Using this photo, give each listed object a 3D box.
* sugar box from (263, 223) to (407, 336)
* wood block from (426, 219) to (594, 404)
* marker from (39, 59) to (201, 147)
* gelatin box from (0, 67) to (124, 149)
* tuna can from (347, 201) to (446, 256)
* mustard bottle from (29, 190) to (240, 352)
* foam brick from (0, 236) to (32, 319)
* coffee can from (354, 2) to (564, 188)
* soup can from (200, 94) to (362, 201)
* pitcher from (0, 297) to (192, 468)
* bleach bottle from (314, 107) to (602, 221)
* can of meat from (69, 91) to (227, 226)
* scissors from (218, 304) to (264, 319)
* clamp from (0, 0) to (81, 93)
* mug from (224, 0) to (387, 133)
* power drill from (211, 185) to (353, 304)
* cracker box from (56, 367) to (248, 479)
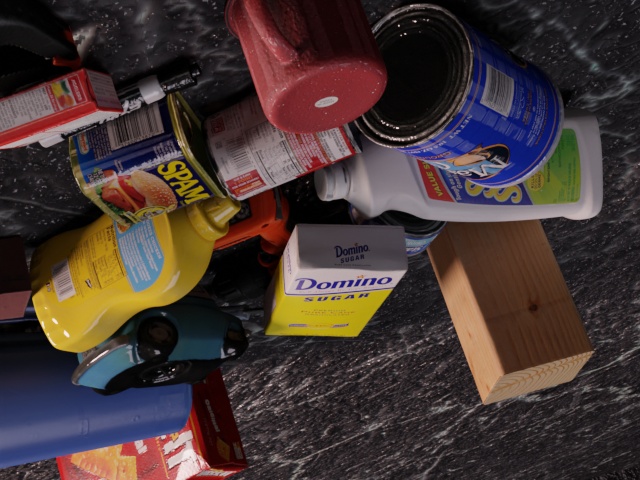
[{"bbox_3d":[0.008,0.039,0.927,0.093,0.048,0.176,1,160,-11],"label":"sugar box"},{"bbox_3d":[0.165,0.034,0.994,0.090,0.206,0.090,-14,156,-8],"label":"wood block"},{"bbox_3d":[-0.137,-0.094,0.727,0.121,0.020,0.020,-21,157,7],"label":"marker"},{"bbox_3d":[-0.169,-0.083,0.672,0.073,0.030,0.089,-19,-173,2],"label":"gelatin box"},{"bbox_3d":[0.069,-0.031,0.935,0.086,0.086,0.034,-5,152,-28],"label":"tuna can"},{"bbox_3d":[-0.145,0.010,0.856,0.192,0.096,0.058,-28,154,22],"label":"mustard bottle"},{"bbox_3d":[-0.279,0.034,0.864,0.078,0.053,0.051,-5,153,-28],"label":"foam brick"},{"bbox_3d":[0.101,-0.101,0.779,0.103,0.103,0.140,-32,153,29],"label":"coffee can"},{"bbox_3d":[-0.028,-0.077,0.783,0.102,0.068,0.068,-22,157,9],"label":"soup can"},{"bbox_3d":[-0.250,0.136,1.013,0.242,0.145,0.149,-4,162,-25],"label":"pitcher"},{"bbox_3d":[0.116,-0.054,0.901,0.250,0.102,0.068,-8,-170,-21],"label":"bleach bottle"},{"bbox_3d":[-0.124,-0.057,0.775,0.084,0.057,0.102,-19,157,6],"label":"can of meat"},{"bbox_3d":[-0.086,0.077,1.083,0.202,0.016,0.096,-3,167,6],"label":"scissors"},{"bbox_3d":[-0.216,-0.116,0.596,0.171,0.039,0.120,-12,163,-29],"label":"clamp"},{"bbox_3d":[-0.012,-0.125,0.671,0.093,0.081,0.117,-26,156,17],"label":"mug"},{"bbox_3d":[-0.056,0.001,0.954,0.185,0.057,0.187,-24,158,22],"label":"power drill"},{"bbox_3d":[-0.199,0.211,1.176,0.214,0.164,0.072,-31,156,27],"label":"cracker box"}]
